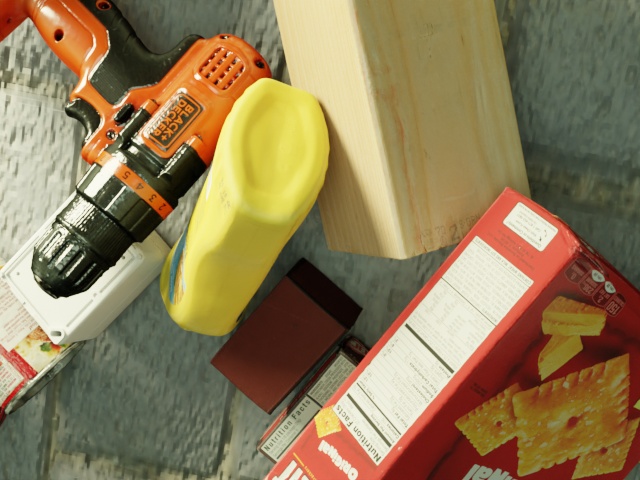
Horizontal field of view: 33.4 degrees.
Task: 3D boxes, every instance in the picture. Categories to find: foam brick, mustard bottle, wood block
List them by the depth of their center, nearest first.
[{"bbox_3d":[0.039,-0.102,0.584,0.090,0.091,0.206,-16,99,-23],"label":"wood block"},{"bbox_3d":[-0.054,0.001,0.619,0.058,0.096,0.192,16,143,-13],"label":"mustard bottle"},{"bbox_3d":[-0.021,0.059,0.662,0.051,0.053,0.078,42,106,0],"label":"foam brick"}]

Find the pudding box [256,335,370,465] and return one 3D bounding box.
[{"bbox_3d":[0.030,0.130,0.674,0.113,0.039,0.090,40,107,3],"label":"pudding box"}]

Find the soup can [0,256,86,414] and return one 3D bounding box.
[{"bbox_3d":[-0.212,0.053,0.691,0.102,0.068,0.068,45,106,0],"label":"soup can"}]

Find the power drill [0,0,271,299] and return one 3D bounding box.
[{"bbox_3d":[-0.150,-0.083,0.624,0.188,0.057,0.184,39,80,7],"label":"power drill"}]

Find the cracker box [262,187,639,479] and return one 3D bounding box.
[{"bbox_3d":[0.096,0.103,0.580,0.164,0.072,0.214,35,96,-38],"label":"cracker box"}]
